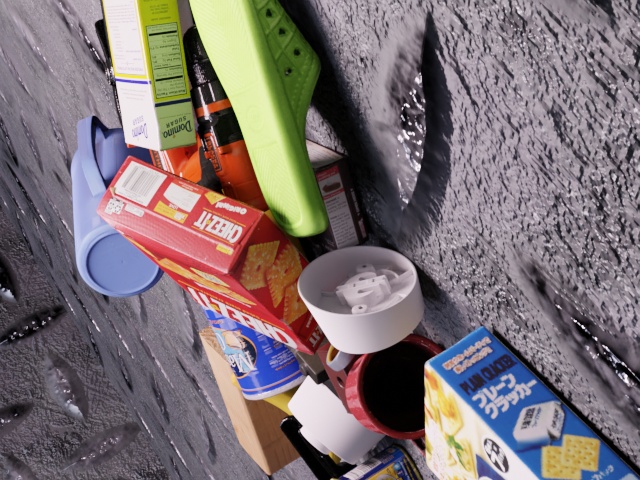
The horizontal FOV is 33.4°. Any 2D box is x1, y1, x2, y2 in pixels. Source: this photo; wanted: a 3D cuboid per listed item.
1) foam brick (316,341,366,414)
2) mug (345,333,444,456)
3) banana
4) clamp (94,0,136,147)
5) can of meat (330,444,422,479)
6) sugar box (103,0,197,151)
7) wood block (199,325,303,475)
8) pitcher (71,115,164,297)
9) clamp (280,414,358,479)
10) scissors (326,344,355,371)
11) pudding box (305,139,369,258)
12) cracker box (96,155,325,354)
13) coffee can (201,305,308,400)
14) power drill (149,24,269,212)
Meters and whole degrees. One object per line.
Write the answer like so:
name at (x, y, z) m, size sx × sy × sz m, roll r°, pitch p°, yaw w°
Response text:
foam brick at (0.041, 0.134, 1.094) m, size 0.078 × 0.051 × 0.053 m, roll 64°, pitch 160°, yaw -6°
mug at (0.076, 0.145, 0.972) m, size 0.117 × 0.093 × 0.081 m, roll 58°, pitch 165°, yaw 4°
banana at (-0.029, 0.222, 1.346) m, size 0.197 × 0.069 × 0.037 m, roll 51°, pitch 147°, yaw -13°
clamp at (-0.200, -0.182, 1.079) m, size 0.120 × 0.039 × 0.171 m, roll 104°, pitch 148°, yaw -68°
can of meat at (0.072, 0.288, 1.179) m, size 0.102 × 0.083 × 0.058 m, roll 63°, pitch 161°, yaw -5°
sugar box at (-0.161, -0.176, 0.992) m, size 0.093 × 0.048 × 0.176 m, roll 19°, pitch 122°, yaw 58°
wood block at (-0.078, 0.198, 1.421) m, size 0.090 × 0.090 × 0.206 m, roll 37°, pitch 149°, yaw 50°
pitcher at (-0.258, -0.044, 1.356) m, size 0.145 × 0.149 × 0.243 m, roll -62°, pitch 23°, yaw 24°
clamp at (0.025, 0.307, 1.240) m, size 0.209 × 0.036 × 0.164 m, roll 42°, pitch -150°, yaw -49°
scissors at (0.033, 0.071, 1.059) m, size 0.016 × 0.096 × 0.201 m, roll 34°, pitch -167°, yaw -7°
pudding box at (-0.006, -0.044, 0.986) m, size 0.114 × 0.039 × 0.090 m, roll 27°, pitch 141°, yaw 57°
cracker box at (-0.091, 0.020, 1.015) m, size 0.164 × 0.072 × 0.213 m, roll 23°, pitch 164°, yaw 29°
coffee can at (-0.073, 0.102, 1.259) m, size 0.140 × 0.102 × 0.103 m, roll 66°, pitch 160°, yaw -12°
power drill at (-0.118, -0.107, 1.052) m, size 0.188 × 0.057 × 0.184 m, roll -7°, pitch 100°, yaw 65°
